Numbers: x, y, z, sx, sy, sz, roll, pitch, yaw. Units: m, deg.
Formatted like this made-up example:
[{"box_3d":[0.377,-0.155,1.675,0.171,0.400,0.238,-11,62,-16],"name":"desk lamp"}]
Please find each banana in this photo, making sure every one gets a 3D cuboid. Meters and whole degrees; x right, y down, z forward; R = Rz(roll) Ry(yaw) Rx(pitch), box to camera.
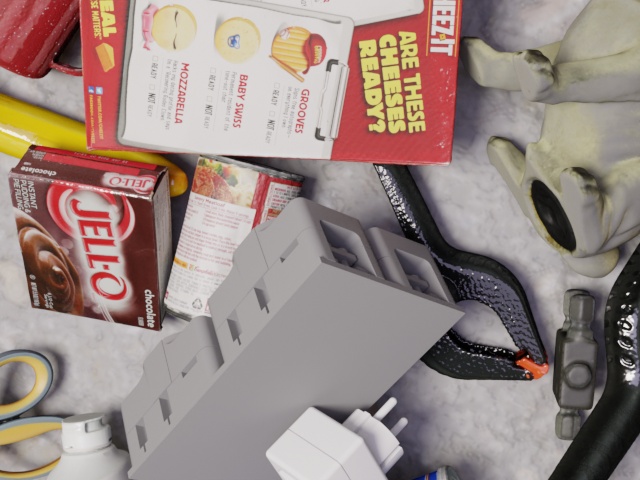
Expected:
[{"box_3d":[-0.178,-0.065,0.681,0.197,0.069,0.037,20,95,-4],"name":"banana"}]

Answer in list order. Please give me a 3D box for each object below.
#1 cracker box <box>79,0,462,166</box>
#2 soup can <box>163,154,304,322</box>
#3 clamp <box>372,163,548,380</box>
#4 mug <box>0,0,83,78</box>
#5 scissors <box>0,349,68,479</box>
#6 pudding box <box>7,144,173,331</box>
[{"box_3d":[-0.028,-0.133,0.616,0.213,0.072,0.164,2,110,3],"name":"cracker box"},{"box_3d":[-0.054,0.001,0.666,0.068,0.068,0.102,15,95,7],"name":"soup can"},{"box_3d":[0.061,0.038,0.667,0.171,0.039,0.120,44,111,5],"name":"clamp"},{"box_3d":[-0.178,-0.149,0.671,0.117,0.093,0.081,34,101,-8],"name":"mug"},{"box_3d":[-0.250,0.120,0.672,0.201,0.016,0.096,-1,95,-26],"name":"scissors"},{"box_3d":[-0.139,-0.001,0.666,0.090,0.039,0.113,10,133,9],"name":"pudding box"}]
